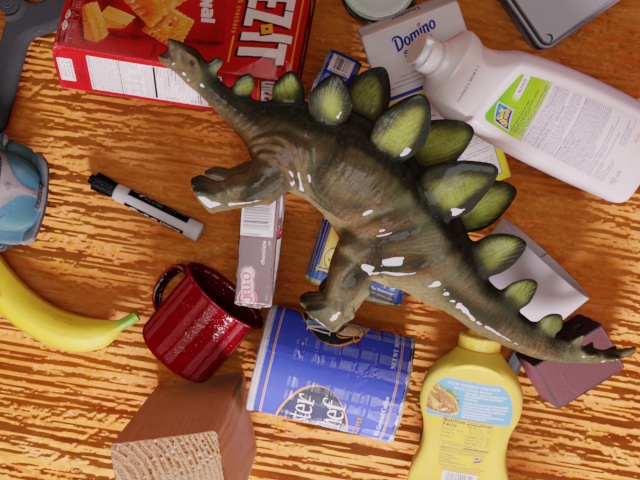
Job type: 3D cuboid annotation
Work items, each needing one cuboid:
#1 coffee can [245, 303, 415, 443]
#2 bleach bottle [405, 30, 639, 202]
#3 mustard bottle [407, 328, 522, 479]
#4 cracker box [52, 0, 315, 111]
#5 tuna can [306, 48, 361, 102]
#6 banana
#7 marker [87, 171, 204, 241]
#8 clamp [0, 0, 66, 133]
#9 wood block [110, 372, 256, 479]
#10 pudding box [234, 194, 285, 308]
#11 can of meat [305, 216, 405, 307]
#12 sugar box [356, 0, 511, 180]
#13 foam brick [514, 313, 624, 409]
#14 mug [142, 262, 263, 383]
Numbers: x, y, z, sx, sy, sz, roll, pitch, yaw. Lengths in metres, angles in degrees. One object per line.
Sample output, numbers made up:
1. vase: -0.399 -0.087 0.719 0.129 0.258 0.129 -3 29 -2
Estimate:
1. coffee can: 0.009 0.125 1.008 0.140 0.103 0.103 13 96 0
2. bleach bottle: 0.188 -0.124 0.947 0.250 0.068 0.102 23 97 -24
3. mustard bottle: 0.141 0.163 1.012 0.096 0.058 0.192 9 96 9
4. cracker box: -0.116 -0.206 0.957 0.213 0.072 0.164 9 64 1
5. tuna can: 0.007 -0.132 0.989 0.033 0.086 0.086 24 96 -2
6. banana: -0.278 0.057 1.048 0.198 0.037 0.069 29 77 -2
7. marker: -0.171 -0.034 1.040 0.121 0.020 0.020 27 96 -1
8. clamp: -0.290 -0.213 1.016 0.210 0.036 0.164 -33 93 4
9. wood block: -0.117 0.191 0.967 0.091 0.206 0.090 -9 96 3
10. pudding box: -0.057 0.001 1.004 0.039 0.090 0.113 6 96 0
11. can of meat: 0.043 0.010 1.018 0.102 0.057 0.084 17 99 1
12. sugar box: 0.105 -0.127 0.984 0.093 0.048 0.176 -20 111 3
13. foam brick: 0.237 0.114 1.015 0.078 0.053 0.051 -31 101 -5
14. mug: -0.122 0.073 1.021 0.081 0.093 0.117 -49 62 10
